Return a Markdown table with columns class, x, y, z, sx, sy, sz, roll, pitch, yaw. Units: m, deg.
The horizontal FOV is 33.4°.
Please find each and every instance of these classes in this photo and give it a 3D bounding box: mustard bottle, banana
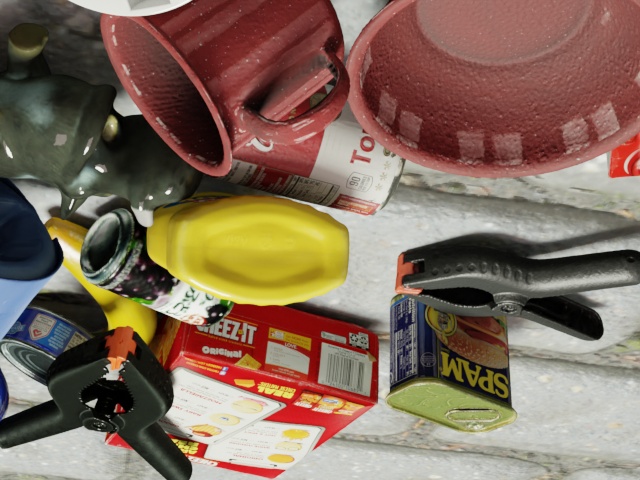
| class | x | y | z | sx | sy | sz | roll | pitch | yaw |
| --- | --- | --- | --- | --- | --- | --- | --- | --- | --- |
| mustard bottle | -0.054 | 0.000 | 0.644 | 0.096 | 0.058 | 0.192 | 1 | -177 | -16 |
| banana | -0.159 | 0.046 | 0.803 | 0.069 | 0.037 | 0.198 | 3 | 148 | -1 |

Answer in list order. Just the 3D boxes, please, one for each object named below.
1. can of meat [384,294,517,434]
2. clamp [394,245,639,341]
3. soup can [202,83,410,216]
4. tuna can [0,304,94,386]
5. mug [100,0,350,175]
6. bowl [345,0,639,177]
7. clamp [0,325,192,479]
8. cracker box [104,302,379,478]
| class | x | y | z | sx | sy | sz | roll | pitch | yaw |
| --- | --- | --- | --- | --- | --- | --- | --- | --- | --- |
| can of meat | 0.099 | 0.091 | 0.811 | 0.102 | 0.084 | 0.058 | 23 | 143 | -29 |
| clamp | 0.142 | 0.029 | 0.751 | 0.171 | 0.039 | 0.120 | 9 | 146 | -9 |
| soup can | -0.010 | -0.057 | 0.597 | 0.102 | 0.068 | 0.069 | 14 | 147 | -18 |
| tuna can | -0.214 | 0.089 | 0.852 | 0.086 | 0.033 | 0.086 | 21 | 151 | 12 |
| mug | -0.035 | -0.085 | 0.498 | 0.117 | 0.081 | 0.093 | 36 | 156 | 34 |
| bowl | 0.093 | -0.098 | 0.534 | 0.162 | 0.055 | 0.162 | 2 | 148 | 1 |
| clamp | -0.175 | 0.127 | 0.818 | 0.164 | 0.036 | 0.210 | 10 | 143 | -3 |
| cracker box | -0.070 | 0.123 | 0.890 | 0.164 | 0.072 | 0.214 | 17 | 147 | -19 |
